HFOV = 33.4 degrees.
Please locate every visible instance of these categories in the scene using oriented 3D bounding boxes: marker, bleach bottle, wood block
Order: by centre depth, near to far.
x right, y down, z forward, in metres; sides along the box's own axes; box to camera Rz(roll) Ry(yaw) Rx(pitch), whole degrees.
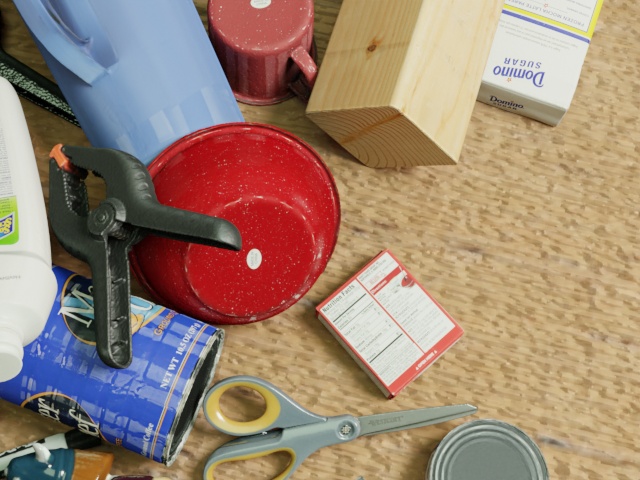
[{"bbox_3d":[-0.234,-0.009,0.709,0.102,0.068,0.251,-15,47,-8],"label":"bleach bottle"},{"bbox_3d":[-0.213,0.156,0.766,0.121,0.020,0.020,-18,74,-8],"label":"marker"},{"bbox_3d":[0.075,-0.169,0.824,0.091,0.090,0.206,2,66,43],"label":"wood block"}]

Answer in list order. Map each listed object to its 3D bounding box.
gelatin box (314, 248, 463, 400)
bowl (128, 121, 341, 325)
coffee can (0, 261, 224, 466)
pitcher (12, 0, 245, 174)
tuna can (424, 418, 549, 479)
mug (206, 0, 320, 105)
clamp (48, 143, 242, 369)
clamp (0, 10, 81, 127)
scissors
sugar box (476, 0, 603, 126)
[{"bbox_3d":[0.050,0.062,0.801,0.073,0.030,0.089,-40,79,-12],"label":"gelatin box"},{"bbox_3d":[-0.055,0.001,0.753,0.162,0.055,0.162,-7,117,-15],"label":"bowl"},{"bbox_3d":[-0.151,0.084,0.747,0.140,0.103,0.102,21,73,4],"label":"coffee can"},{"bbox_3d":[-0.157,-0.157,0.799,0.149,0.145,0.243,-23,80,-23],"label":"pitcher"},{"bbox_3d":[0.118,0.173,0.767,0.086,0.034,0.086,1,73,-2],"label":"tuna can"},{"bbox_3d":[-0.039,-0.156,0.837,0.093,0.081,0.117,-37,78,-12],"label":"mug"},{"bbox_3d":[-0.138,0.001,0.709,0.120,0.039,0.172,-50,54,-4],"label":"clamp"},{"bbox_3d":[-0.298,-0.139,0.844,0.164,0.036,0.210,-30,80,-11],"label":"clamp"},{"bbox_3d":[0.004,0.120,0.767,0.201,0.016,0.096,-23,95,-1],"label":"scissors"},{"bbox_3d":[0.180,-0.190,0.876,0.093,0.048,0.176,21,77,4],"label":"sugar box"}]
